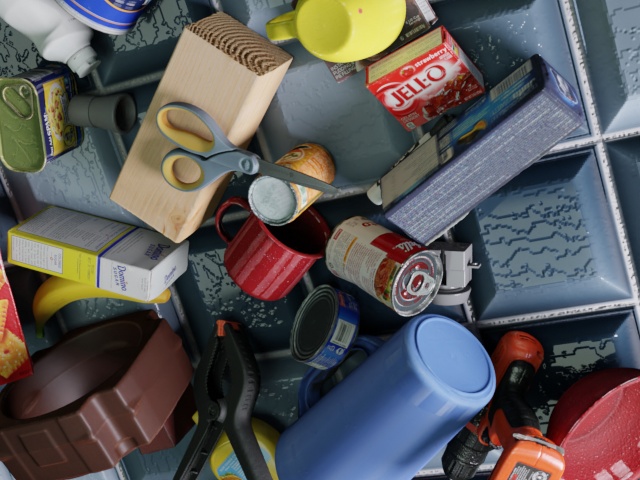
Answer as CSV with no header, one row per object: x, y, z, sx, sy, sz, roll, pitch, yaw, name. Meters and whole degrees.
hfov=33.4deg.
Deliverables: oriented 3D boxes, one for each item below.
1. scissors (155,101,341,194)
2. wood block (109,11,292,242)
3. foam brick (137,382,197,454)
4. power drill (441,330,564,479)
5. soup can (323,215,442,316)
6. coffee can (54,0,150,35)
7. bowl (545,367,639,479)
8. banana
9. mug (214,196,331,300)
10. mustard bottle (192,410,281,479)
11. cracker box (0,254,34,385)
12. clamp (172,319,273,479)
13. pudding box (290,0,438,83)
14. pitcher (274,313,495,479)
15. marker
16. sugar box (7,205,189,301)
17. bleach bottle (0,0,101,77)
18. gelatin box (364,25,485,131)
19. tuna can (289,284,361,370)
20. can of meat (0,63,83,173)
-0.078,-0.060,1.009,0.202,0.016,0.096,33,123,16,scissors
-0.122,-0.114,1.079,0.091,0.090,0.206,33,119,6,wood block
-0.181,0.203,1.237,0.053,0.078,0.051,-19,104,28,foam brick
0.171,0.202,1.041,0.057,0.187,0.185,18,114,-8,power drill
0.060,0.023,1.048,0.102,0.068,0.068,29,123,43,soup can
-0.190,-0.285,1.028,0.103,0.102,0.140,42,119,1,coffee can
0.275,0.178,1.036,0.055,0.161,0.162,49,131,47,bowl
-0.266,0.060,1.237,0.198,0.037,0.069,-16,119,26,banana
-0.057,0.001,1.100,0.117,0.093,0.082,34,124,-7,mug
-0.071,0.260,1.228,0.191,0.058,0.096,40,123,1,mustard bottle
-0.396,0.041,1.212,0.164,0.072,0.214,27,130,60,cracker box
-0.112,0.195,1.176,0.165,0.036,0.210,-18,67,40,clamp
0.041,-0.215,1.004,0.114,0.039,0.090,-28,99,28,pudding box
0.062,0.174,1.089,0.149,0.144,0.243,37,127,-3,pitcher
0.091,-0.080,1.051,0.020,0.020,0.121,45,119,-1,marker
-0.244,0.013,1.175,0.176,0.093,0.048,17,116,14,sugar box
-0.318,-0.270,1.083,0.068,0.102,0.251,-36,94,33,bleach bottle
0.097,-0.149,0.996,0.089,0.030,0.073,-26,133,27,gelatin box
0.005,0.091,1.115,0.033,0.086,0.086,25,123,-26,tuna can
-0.301,-0.133,1.143,0.057,0.083,0.102,5,113,19,can of meat
